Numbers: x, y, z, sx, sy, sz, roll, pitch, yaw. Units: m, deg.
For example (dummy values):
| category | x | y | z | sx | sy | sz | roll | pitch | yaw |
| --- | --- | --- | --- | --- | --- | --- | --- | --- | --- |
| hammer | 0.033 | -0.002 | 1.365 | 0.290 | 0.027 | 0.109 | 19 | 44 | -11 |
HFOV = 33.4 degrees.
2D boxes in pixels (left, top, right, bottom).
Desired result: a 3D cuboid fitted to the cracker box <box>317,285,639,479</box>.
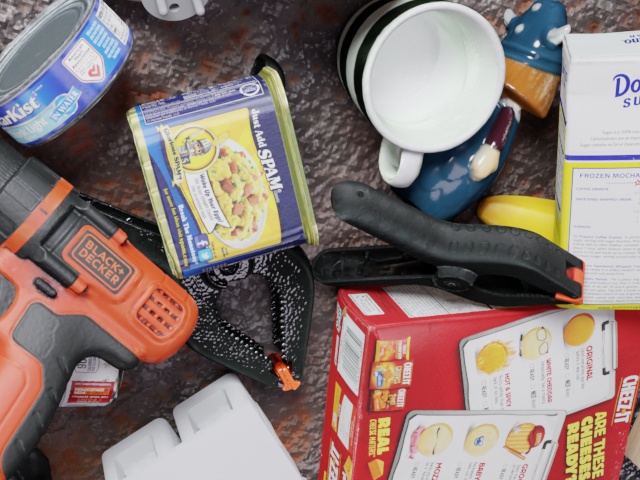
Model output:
| category | x | y | z | sx | sy | sz | roll | pitch | yaw |
| --- | --- | --- | --- | --- | --- | --- | --- | --- | --- |
| cracker box | 0.111 | 0.107 | 0.741 | 0.213 | 0.072 | 0.164 | -4 | 115 | -19 |

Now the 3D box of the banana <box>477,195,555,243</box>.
| category | x | y | z | sx | sy | sz | roll | pitch | yaw |
| --- | --- | --- | --- | --- | --- | --- | --- | --- | --- |
| banana | 0.208 | -0.019 | 0.714 | 0.198 | 0.037 | 0.069 | -11 | 122 | 13 |

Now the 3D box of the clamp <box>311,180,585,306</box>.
| category | x | y | z | sx | sy | sz | roll | pitch | yaw |
| --- | --- | --- | --- | --- | --- | --- | --- | --- | --- |
| clamp | 0.076 | 0.006 | 0.640 | 0.171 | 0.120 | 0.039 | 5 | 71 | 5 |

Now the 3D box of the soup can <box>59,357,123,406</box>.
| category | x | y | z | sx | sy | sz | roll | pitch | yaw |
| --- | --- | --- | --- | --- | --- | --- | --- | --- | --- |
| soup can | -0.170 | 0.062 | 0.623 | 0.102 | 0.068 | 0.068 | 4 | 111 | -22 |

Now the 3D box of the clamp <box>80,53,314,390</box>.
| category | x | y | z | sx | sy | sz | roll | pitch | yaw |
| --- | --- | --- | --- | --- | --- | --- | --- | --- | --- |
| clamp | -0.054 | 0.001 | 0.656 | 0.164 | 0.036 | 0.210 | -34 | 115 | -2 |

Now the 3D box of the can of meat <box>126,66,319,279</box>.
| category | x | y | z | sx | sy | sz | roll | pitch | yaw |
| --- | --- | --- | --- | --- | --- | --- | --- | --- | --- |
| can of meat | -0.055 | -0.036 | 0.594 | 0.084 | 0.057 | 0.102 | -16 | 108 | -8 |

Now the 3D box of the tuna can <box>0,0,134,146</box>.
| category | x | y | z | sx | sy | sz | roll | pitch | yaw |
| --- | --- | --- | --- | --- | --- | --- | --- | --- | --- |
| tuna can | -0.139 | -0.090 | 0.558 | 0.086 | 0.086 | 0.033 | -44 | 121 | 2 |

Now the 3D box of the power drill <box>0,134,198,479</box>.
| category | x | y | z | sx | sy | sz | roll | pitch | yaw |
| --- | --- | --- | --- | --- | --- | --- | --- | --- | --- |
| power drill | -0.180 | 0.048 | 0.551 | 0.184 | 0.057 | 0.187 | 41 | 71 | -13 |
